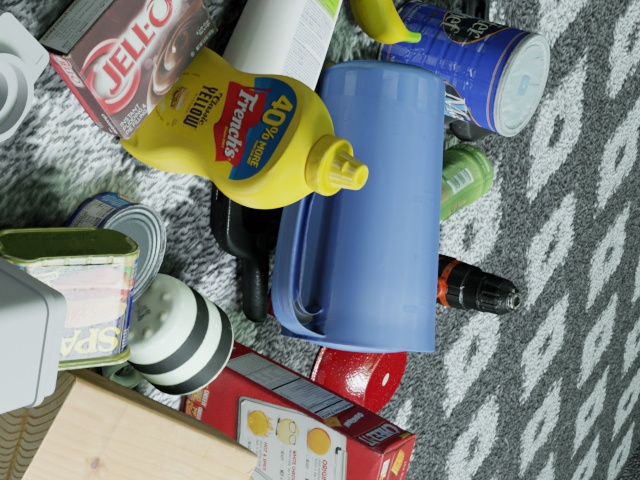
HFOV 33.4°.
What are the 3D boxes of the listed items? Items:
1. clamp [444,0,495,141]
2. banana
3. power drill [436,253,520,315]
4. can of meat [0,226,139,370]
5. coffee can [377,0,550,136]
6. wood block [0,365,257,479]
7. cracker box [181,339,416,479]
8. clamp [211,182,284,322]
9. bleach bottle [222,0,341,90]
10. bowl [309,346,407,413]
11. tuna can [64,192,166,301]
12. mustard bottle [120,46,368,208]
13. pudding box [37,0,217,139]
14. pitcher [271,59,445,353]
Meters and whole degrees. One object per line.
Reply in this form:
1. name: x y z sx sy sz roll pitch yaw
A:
1. clamp: 0.175 -0.179 1.222 0.209 0.036 0.164 19 94 -63
2. banana: 0.051 -0.252 0.959 0.069 0.037 0.198 -42 140 -31
3. power drill: 0.091 0.054 1.120 0.187 0.185 0.057 -8 106 -47
4. can of meat: -0.177 0.039 0.729 0.101 0.058 0.084 -2 114 -32
5. coffee can: 0.142 -0.173 1.063 0.102 0.140 0.103 -38 141 -41
6. wood block: -0.155 0.161 0.813 0.205 0.090 0.091 36 78 -46
7. cracker box: -0.033 0.207 0.972 0.071 0.214 0.164 -15 123 -55
8. clamp: -0.056 0.001 0.961 0.120 0.039 0.171 -57 140 -10
9. bleach bottle: -0.020 -0.186 0.868 0.251 0.068 0.102 -68 159 -4
10. bowl: 0.054 0.150 1.241 0.161 0.055 0.162 -39 142 -40
11. tuna can: -0.158 0.008 0.805 0.086 0.034 0.086 -38 140 -41
12. mustard bottle: -0.049 -0.075 0.762 0.096 0.192 0.058 -61 151 -9
13. pudding box: -0.131 -0.141 0.737 0.113 0.039 0.090 -56 149 -19
14. pitcher: 0.037 -0.027 0.907 0.149 0.145 0.243 148 -53 -86
